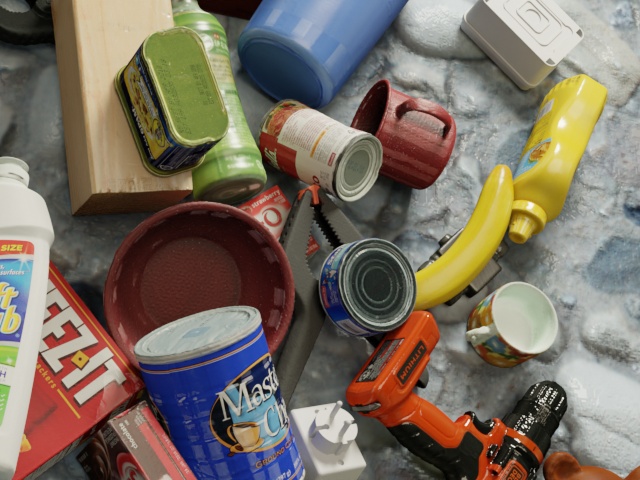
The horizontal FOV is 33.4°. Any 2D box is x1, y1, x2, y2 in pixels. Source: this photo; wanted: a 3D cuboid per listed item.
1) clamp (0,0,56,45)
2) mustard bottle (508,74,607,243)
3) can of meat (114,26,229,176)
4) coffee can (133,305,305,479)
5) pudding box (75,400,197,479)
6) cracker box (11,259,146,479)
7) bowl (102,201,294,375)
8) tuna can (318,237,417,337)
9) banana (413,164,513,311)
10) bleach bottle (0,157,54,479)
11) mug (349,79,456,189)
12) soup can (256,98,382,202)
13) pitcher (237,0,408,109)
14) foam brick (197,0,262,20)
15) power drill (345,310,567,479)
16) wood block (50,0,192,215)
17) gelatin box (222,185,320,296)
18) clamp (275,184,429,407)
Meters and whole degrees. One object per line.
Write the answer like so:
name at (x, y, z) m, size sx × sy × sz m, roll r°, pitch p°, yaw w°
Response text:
clamp at (-0.251, -0.205, 0.995) m, size 0.171 × 0.039 × 0.120 m, roll -1°, pitch 66°, yaw -22°
mustard bottle at (0.231, -0.076, 1.090) m, size 0.058 × 0.096 × 0.191 m, roll 32°, pitch 61°, yaw -6°
can of meat at (-0.119, -0.112, 0.862) m, size 0.057 × 0.084 × 0.102 m, roll -19°, pitch 87°, yaw -25°
coffee can at (-0.079, 0.135, 0.848) m, size 0.102 × 0.103 × 0.140 m, roll -22°, pitch 104°, yaw -27°
pudding box at (-0.140, 0.183, 0.827) m, size 0.039 × 0.114 × 0.090 m, roll -30°, pitch 81°, yaw -32°
cracker box at (-0.270, 0.118, 0.829) m, size 0.213 × 0.072 × 0.164 m, roll -36°, pitch 85°, yaw -30°
bowl at (-0.106, 0.045, 0.912) m, size 0.162 × 0.055 × 0.162 m, roll -2°, pitch 98°, yaw -16°
tuna can at (0.043, 0.041, 0.943) m, size 0.086 × 0.034 × 0.086 m, roll 7°, pitch 76°, yaw -30°
banana at (0.128, 0.008, 1.022) m, size 0.197 × 0.037 × 0.069 m, roll -39°, pitch 86°, yaw -14°
bleach bottle at (-0.257, 0.049, 0.789) m, size 0.102 × 0.068 × 0.251 m, roll 11°, pitch 60°, yaw -18°
mug at (0.085, -0.104, 1.038) m, size 0.081 × 0.117 × 0.093 m, roll 21°, pitch 62°, yaw -17°
soup can at (-0.001, -0.084, 0.994) m, size 0.102 × 0.068 × 0.068 m, roll 28°, pitch 53°, yaw 35°
pitcher at (0.019, -0.256, 1.057) m, size 0.149 × 0.145 × 0.242 m, roll 40°, pitch 64°, yaw -17°
foam brick at (-0.096, -0.263, 1.070) m, size 0.078 × 0.053 × 0.051 m, roll 9°, pitch 65°, yaw -18°
power drill at (0.127, 0.152, 0.955) m, size 0.187 × 0.057 × 0.184 m, roll 46°, pitch 61°, yaw -12°
wood block at (-0.177, -0.133, 0.940) m, size 0.090 × 0.091 × 0.206 m, roll -4°, pitch 80°, yaw -24°
gelatin box at (-0.057, 0.001, 0.985) m, size 0.089 × 0.030 × 0.073 m, roll -31°, pitch 82°, yaw -29°
clamp at (0.018, 0.054, 0.969) m, size 0.164 × 0.036 × 0.210 m, roll -2°, pitch 84°, yaw -25°
